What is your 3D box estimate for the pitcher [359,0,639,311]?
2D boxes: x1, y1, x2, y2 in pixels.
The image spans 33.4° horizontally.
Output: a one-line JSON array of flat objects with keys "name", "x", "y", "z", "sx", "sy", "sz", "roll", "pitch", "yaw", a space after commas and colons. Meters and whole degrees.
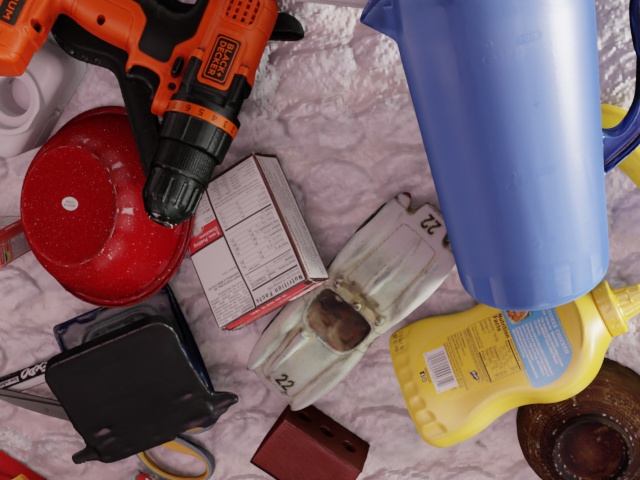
[{"name": "pitcher", "x": 0.138, "y": -0.079, "z": 0.717, "sx": 0.149, "sy": 0.144, "sz": 0.243, "roll": 15, "pitch": 130, "yaw": 44}]

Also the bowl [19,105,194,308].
[{"name": "bowl", "x": -0.179, "y": -0.026, "z": 0.828, "sx": 0.162, "sy": 0.055, "sz": 0.162, "roll": 1, "pitch": 91, "yaw": 25}]

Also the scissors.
[{"name": "scissors", "x": -0.174, "y": 0.141, "z": 0.913, "sx": 0.201, "sy": 0.016, "sz": 0.096, "roll": 29, "pitch": 105, "yaw": -2}]

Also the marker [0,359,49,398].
[{"name": "marker", "x": -0.239, "y": 0.114, "z": 0.924, "sx": 0.121, "sy": 0.020, "sz": 0.020, "roll": -20, "pitch": 100, "yaw": 16}]

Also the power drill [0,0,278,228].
[{"name": "power drill", "x": -0.141, "y": -0.120, "z": 0.750, "sx": 0.187, "sy": 0.057, "sz": 0.184, "roll": 22, "pitch": 78, "yaw": -2}]

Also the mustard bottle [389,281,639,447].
[{"name": "mustard bottle", "x": 0.152, "y": 0.079, "z": 0.803, "sx": 0.192, "sy": 0.058, "sz": 0.096, "roll": -26, "pitch": 63, "yaw": 16}]

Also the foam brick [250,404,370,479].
[{"name": "foam brick", "x": -0.008, "y": 0.174, "z": 0.875, "sx": 0.078, "sy": 0.053, "sz": 0.051, "roll": 34, "pitch": 109, "yaw": 0}]

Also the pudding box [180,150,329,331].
[{"name": "pudding box", "x": -0.055, "y": 0.001, "z": 0.820, "sx": 0.090, "sy": 0.039, "sz": 0.113, "roll": -29, "pitch": 76, "yaw": 24}]

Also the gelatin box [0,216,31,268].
[{"name": "gelatin box", "x": -0.289, "y": 0.003, "z": 0.875, "sx": 0.089, "sy": 0.073, "sz": 0.030, "roll": 0, "pitch": 105, "yaw": 12}]

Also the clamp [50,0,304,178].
[{"name": "clamp", "x": -0.128, "y": -0.163, "z": 0.803, "sx": 0.164, "sy": 0.036, "sz": 0.210, "roll": -43, "pitch": 83, "yaw": -7}]
